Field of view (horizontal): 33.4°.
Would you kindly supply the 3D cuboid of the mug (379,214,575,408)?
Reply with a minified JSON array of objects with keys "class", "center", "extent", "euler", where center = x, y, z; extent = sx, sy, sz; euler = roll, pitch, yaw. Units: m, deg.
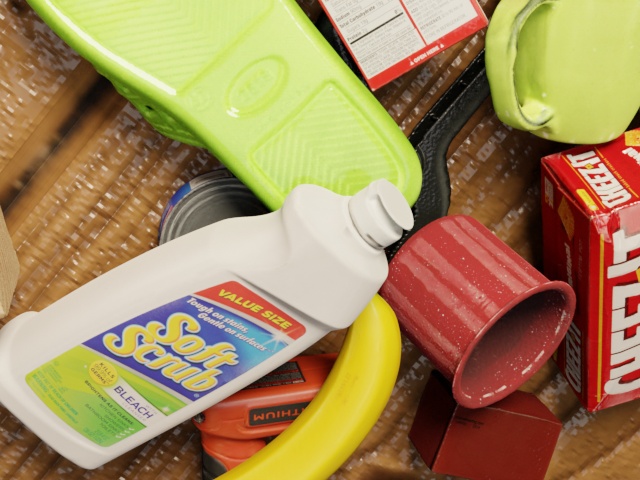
[{"class":"mug","center":[0.097,0.039,0.641],"extent":[0.117,0.082,0.093],"euler":[4,123,-46]}]

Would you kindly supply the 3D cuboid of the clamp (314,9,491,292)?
[{"class":"clamp","center":[0.055,-0.054,0.643],"extent":[0.120,0.039,0.171],"euler":[0,108,-5]}]

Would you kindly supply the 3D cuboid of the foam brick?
[{"class":"foam brick","center":[0.107,0.124,0.695],"extent":[0.078,0.051,0.053],"euler":[16,101,-15]}]

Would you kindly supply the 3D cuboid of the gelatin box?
[{"class":"gelatin box","center":[0.038,-0.138,0.579],"extent":[0.073,0.030,0.089],"euler":[-29,105,13]}]

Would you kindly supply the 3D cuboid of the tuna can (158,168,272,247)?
[{"class":"tuna can","center":[-0.054,0.001,0.639],"extent":[0.086,0.034,0.086],"euler":[-3,106,-10]}]

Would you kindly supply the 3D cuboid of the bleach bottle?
[{"class":"bleach bottle","center":[-0.064,0.035,0.578],"extent":[0.251,0.068,0.102],"euler":[-32,112,26]}]

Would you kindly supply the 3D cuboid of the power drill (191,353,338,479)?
[{"class":"power drill","center":[-0.011,0.169,0.682],"extent":[0.184,0.057,0.188],"euler":[-5,105,-13]}]

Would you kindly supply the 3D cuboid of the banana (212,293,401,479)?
[{"class":"banana","center":[-0.010,0.106,0.618],"extent":[0.069,0.037,0.198],"euler":[35,94,-3]}]
